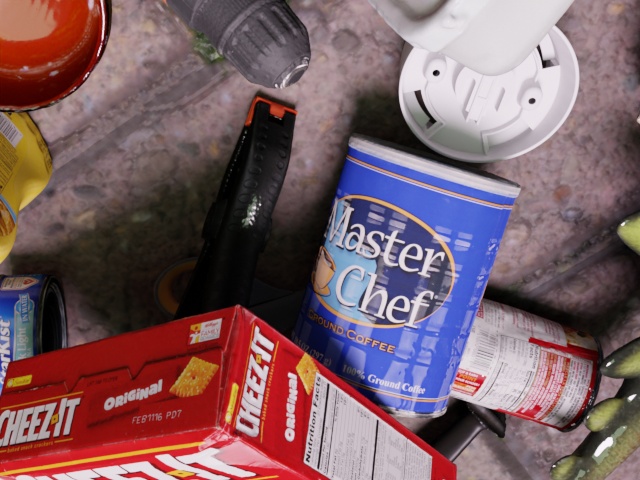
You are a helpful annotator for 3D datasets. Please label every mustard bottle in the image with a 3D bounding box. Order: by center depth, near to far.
[{"bbox_3d":[-0.203,-0.027,0.566,0.058,0.191,0.096,-36,112,15],"label":"mustard bottle"}]

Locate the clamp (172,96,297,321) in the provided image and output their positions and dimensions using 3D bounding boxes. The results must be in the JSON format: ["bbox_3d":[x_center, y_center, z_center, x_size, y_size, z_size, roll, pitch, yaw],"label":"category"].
[{"bbox_3d":[-0.054,0.001,0.632,0.039,0.171,0.120,25,155,-19],"label":"clamp"}]

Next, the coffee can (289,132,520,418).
[{"bbox_3d":[0.046,0.019,0.625,0.102,0.103,0.140,16,98,-9],"label":"coffee can"}]

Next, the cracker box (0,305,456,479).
[{"bbox_3d":[-0.047,0.126,0.585,0.164,0.072,0.213,-16,141,31],"label":"cracker box"}]

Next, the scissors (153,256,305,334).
[{"bbox_3d":[-0.019,0.027,0.689,0.201,0.016,0.096,-30,80,-10],"label":"scissors"}]

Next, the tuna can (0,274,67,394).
[{"bbox_3d":[-0.183,0.063,0.671,0.033,0.086,0.086,-2,117,-3],"label":"tuna can"}]

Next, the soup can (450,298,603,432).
[{"bbox_3d":[0.122,0.079,0.696,0.102,0.068,0.069,18,115,-10],"label":"soup can"}]

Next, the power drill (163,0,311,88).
[{"bbox_3d":[-0.022,-0.194,0.528,0.188,0.057,0.184,-43,81,13],"label":"power drill"}]
